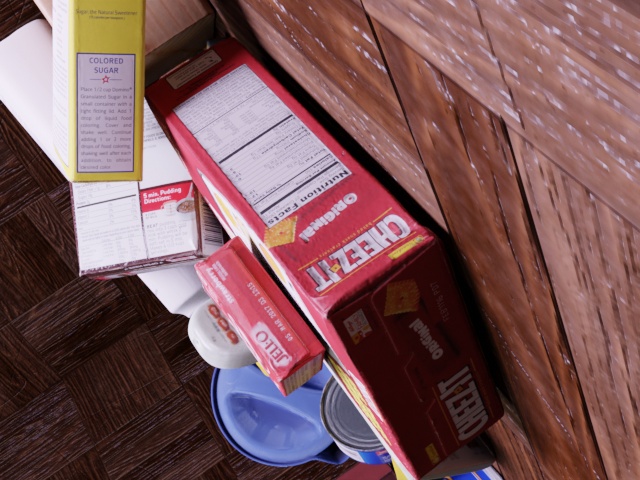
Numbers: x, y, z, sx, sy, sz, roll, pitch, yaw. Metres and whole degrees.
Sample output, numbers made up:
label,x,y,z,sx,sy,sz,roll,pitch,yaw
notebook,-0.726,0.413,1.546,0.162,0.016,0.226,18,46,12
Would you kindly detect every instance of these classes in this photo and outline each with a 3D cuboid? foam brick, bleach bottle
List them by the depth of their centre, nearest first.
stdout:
label,x,y,z,sx,sy,sz,roll,pitch,yaw
bleach bottle,-0.142,-0.037,0.771,0.251,0.068,0.102,53,176,6
foam brick,0.053,0.230,0.911,0.078,0.053,0.051,57,174,-15

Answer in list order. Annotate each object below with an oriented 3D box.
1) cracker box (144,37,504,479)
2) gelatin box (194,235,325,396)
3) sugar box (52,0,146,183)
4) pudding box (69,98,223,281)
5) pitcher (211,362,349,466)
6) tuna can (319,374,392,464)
label,x,y,z,sx,sy,sz,roll,pitch,yaw
cracker box,0.002,0.004,0.591,0.214,0.072,0.164,49,171,42
gelatin box,-0.031,0.042,0.559,0.073,0.030,0.089,53,173,10
sugar box,-0.122,-0.128,0.586,0.093,0.048,0.176,-136,49,-62
pudding box,-0.115,-0.036,0.687,0.039,0.090,0.113,21,-120,-70
pitcher,-0.024,0.137,1.075,0.242,0.145,0.149,26,-115,-81
tuna can,0.045,0.137,0.863,0.086,0.086,0.033,51,173,38
